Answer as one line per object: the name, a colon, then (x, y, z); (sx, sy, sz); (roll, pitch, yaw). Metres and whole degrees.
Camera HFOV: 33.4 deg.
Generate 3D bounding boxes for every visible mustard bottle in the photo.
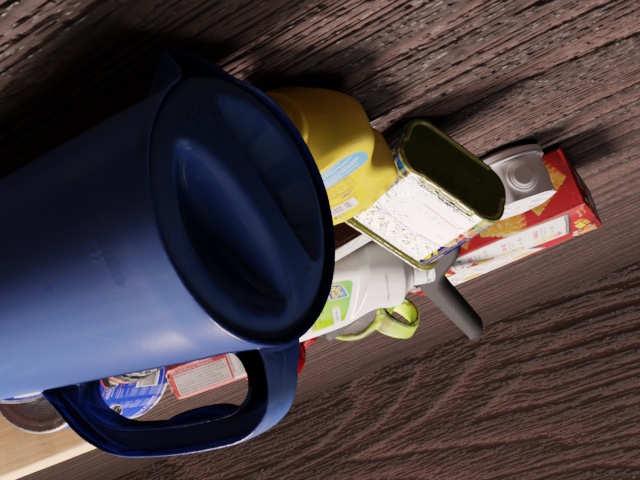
mustard bottle: (-0.013, -0.051, 0.651); (0.096, 0.058, 0.191); (-22, 169, 9)

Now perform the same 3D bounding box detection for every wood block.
wood block: (-0.336, 0.224, 1.273); (0.206, 0.090, 0.091); (-21, 169, 0)

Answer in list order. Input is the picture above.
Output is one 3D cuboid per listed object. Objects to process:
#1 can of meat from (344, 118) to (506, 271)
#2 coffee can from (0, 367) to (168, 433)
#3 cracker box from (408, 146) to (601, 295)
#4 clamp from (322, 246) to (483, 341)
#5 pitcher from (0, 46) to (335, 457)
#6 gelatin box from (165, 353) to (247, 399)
can of meat: (0.076, -0.034, 0.797); (0.102, 0.057, 0.084); (33, 140, -17)
coffee can: (-0.211, 0.114, 0.950); (0.103, 0.103, 0.140); (-24, 168, 17)
cracker box: (0.175, -0.015, 1.116); (0.214, 0.072, 0.164); (-23, 166, 17)
clamp: (0.093, 0.030, 1.023); (0.164, 0.036, 0.210); (4, 136, -7)
pitcher: (-0.120, 0.024, 0.552); (0.243, 0.149, 0.145); (-19, 132, 34)
gelatin box: (-0.082, 0.093, 0.882); (0.089, 0.030, 0.073); (-19, -166, -1)
